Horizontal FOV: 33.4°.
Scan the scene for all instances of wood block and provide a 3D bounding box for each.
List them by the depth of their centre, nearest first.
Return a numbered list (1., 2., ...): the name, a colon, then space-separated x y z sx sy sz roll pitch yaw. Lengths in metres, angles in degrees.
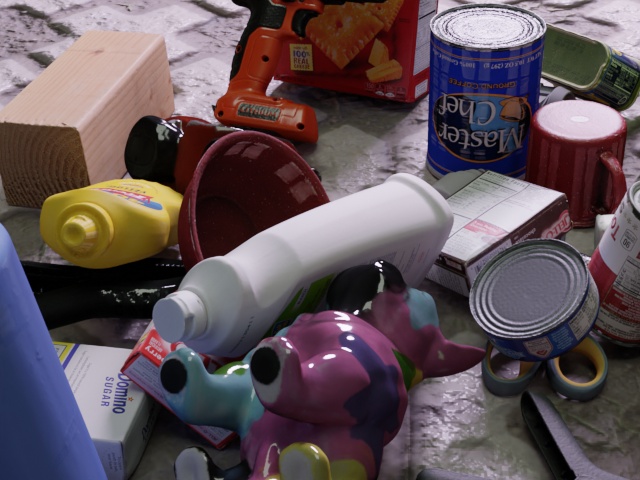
1. wood block: -0.222 -0.120 1.028 0.091 0.090 0.206 6 35 14

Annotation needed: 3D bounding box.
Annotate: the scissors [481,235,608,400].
1. scissors: 0.186 0.050 0.798 0.096 0.016 0.201 21 46 24

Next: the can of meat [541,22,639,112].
1. can of meat: 0.262 -0.175 1.075 0.102 0.057 0.083 30 12 38

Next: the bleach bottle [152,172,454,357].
1. bleach bottle: -0.011 0.020 0.736 0.068 0.103 0.250 41 33 25

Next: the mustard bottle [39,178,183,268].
1. mustard bottle: -0.162 -0.014 0.822 0.096 0.058 0.191 11 7 3

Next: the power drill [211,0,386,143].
1. power drill: -0.023 -0.194 1.049 0.185 0.187 0.057 9 -5 20

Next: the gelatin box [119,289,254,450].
1. gelatin box: -0.081 0.086 0.723 0.089 0.030 0.073 40 35 -9

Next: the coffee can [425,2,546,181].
1. coffee can: 0.149 -0.131 0.974 0.103 0.140 0.103 -2 34 1

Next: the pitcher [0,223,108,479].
1. pitcher: -0.180 0.115 0.535 0.144 0.243 0.149 -27 35 -27

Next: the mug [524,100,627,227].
1. mug: 0.225 -0.064 0.921 0.093 0.081 0.117 -12 35 -15

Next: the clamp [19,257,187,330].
1. clamp: -0.166 0.041 0.803 0.209 0.036 0.165 -1 15 -12

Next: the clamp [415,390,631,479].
1. clamp: 0.157 0.153 0.642 0.172 0.039 0.120 26 47 28

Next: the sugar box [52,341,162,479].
1. sugar box: -0.201 0.110 0.724 0.176 0.048 0.093 7 34 8

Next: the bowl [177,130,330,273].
1. bowl: -0.055 0.001 0.813 0.055 0.162 0.161 -17 20 40

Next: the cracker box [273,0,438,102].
1. cracker box: 0.037 -0.261 1.106 0.164 0.214 0.072 14 29 23

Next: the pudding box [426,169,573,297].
1. pudding box: 0.130 -0.007 0.854 0.113 0.039 0.090 -32 31 -23

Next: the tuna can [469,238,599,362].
1. tuna can: 0.150 0.042 0.747 0.086 0.033 0.086 -20 43 19
